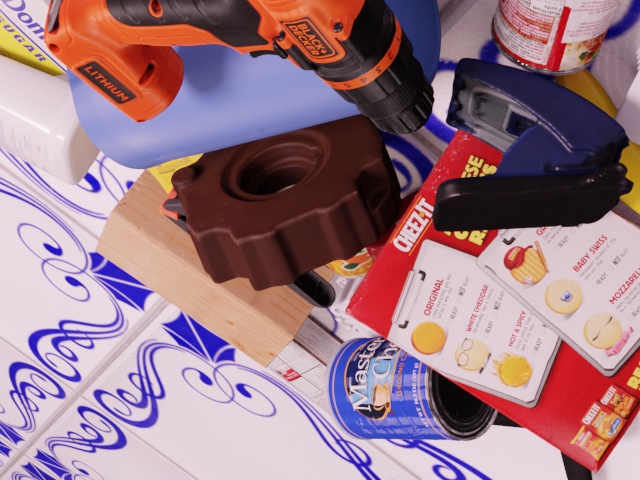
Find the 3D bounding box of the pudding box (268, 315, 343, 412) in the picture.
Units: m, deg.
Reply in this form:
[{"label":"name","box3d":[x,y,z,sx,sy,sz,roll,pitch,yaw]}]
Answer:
[{"label":"pudding box","box3d":[-0.002,0.135,1.156,0.113,0.039,0.090,38,147,-12]}]

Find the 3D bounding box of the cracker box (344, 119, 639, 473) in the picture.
[{"label":"cracker box","box3d":[0.151,0.037,0.771,0.213,0.164,0.072,33,-174,2]}]

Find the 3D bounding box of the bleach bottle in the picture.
[{"label":"bleach bottle","box3d":[-0.317,-0.140,0.951,0.251,0.068,0.103,26,154,4]}]

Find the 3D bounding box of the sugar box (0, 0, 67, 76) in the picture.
[{"label":"sugar box","box3d":[-0.268,-0.188,0.946,0.177,0.048,0.093,0,137,44]}]

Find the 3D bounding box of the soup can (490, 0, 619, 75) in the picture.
[{"label":"soup can","box3d":[0.140,-0.154,0.610,0.068,0.068,0.102,25,147,13]}]

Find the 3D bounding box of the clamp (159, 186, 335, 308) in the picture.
[{"label":"clamp","box3d":[-0.056,0.001,0.923,0.172,0.039,0.120,19,141,22]}]

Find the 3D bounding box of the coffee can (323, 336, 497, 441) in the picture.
[{"label":"coffee can","box3d":[0.087,0.140,1.023,0.141,0.102,0.102,-11,128,48]}]

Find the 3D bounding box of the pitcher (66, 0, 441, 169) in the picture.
[{"label":"pitcher","box3d":[-0.040,-0.130,0.740,0.243,0.149,0.145,-6,126,31]}]

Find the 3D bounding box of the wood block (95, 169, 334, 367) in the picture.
[{"label":"wood block","box3d":[-0.104,0.020,1.041,0.206,0.090,0.090,35,148,-3]}]

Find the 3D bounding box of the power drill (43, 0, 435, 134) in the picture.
[{"label":"power drill","box3d":[-0.045,-0.111,0.602,0.188,0.057,0.184,-3,151,31]}]
